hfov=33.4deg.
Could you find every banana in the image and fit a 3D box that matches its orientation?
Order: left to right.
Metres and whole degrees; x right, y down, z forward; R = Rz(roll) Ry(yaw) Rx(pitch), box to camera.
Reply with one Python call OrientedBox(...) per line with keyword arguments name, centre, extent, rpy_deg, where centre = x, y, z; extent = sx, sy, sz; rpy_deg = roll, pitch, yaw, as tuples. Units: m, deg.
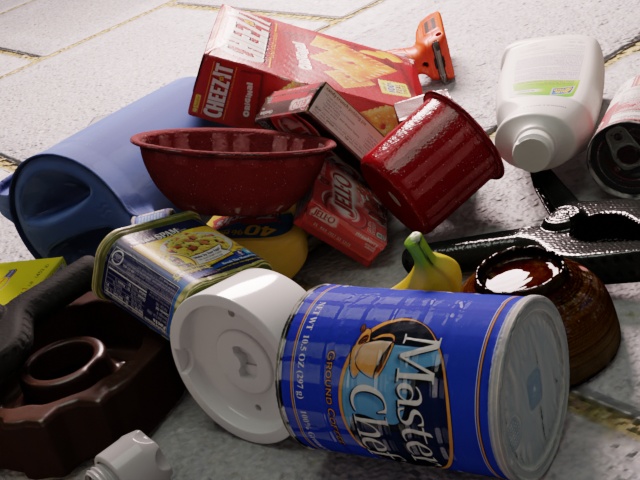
OrientedBox(name="banana", centre=(0.037, 0.043, 0.715), extent=(0.198, 0.069, 0.037), rpy_deg=(-36, 18, 53))

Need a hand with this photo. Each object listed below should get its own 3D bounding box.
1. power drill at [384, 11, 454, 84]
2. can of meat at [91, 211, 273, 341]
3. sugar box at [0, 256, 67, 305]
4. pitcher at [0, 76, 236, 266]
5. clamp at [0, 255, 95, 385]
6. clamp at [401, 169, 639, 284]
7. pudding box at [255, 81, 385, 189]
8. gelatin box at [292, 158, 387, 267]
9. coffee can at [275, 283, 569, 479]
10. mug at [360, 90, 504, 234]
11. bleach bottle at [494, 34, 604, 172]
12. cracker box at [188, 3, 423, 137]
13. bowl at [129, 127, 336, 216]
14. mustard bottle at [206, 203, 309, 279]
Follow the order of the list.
OrientedBox(name="power drill", centre=(0.055, -0.207, 1.229), extent=(0.188, 0.057, 0.184), rpy_deg=(-15, 30, 9))
OrientedBox(name="can of meat", centre=(-0.095, 0.027, 0.759), extent=(0.084, 0.057, 0.101), rpy_deg=(29, 29, 31))
OrientedBox(name="sugar box", centre=(-0.310, 0.060, 0.934), extent=(0.176, 0.048, 0.093), rpy_deg=(-3, 31, 22))
OrientedBox(name="pitcher", centre=(-0.179, -0.069, 1.016), extent=(0.145, 0.149, 0.242), rpy_deg=(-43, 3, 38))
OrientedBox(name="clamp", centre=(-0.246, 0.061, 0.773), extent=(0.120, 0.039, 0.171), rpy_deg=(-4, 28, 23))
OrientedBox(name="clamp", centre=(0.170, 0.000, 0.782), extent=(0.164, 0.036, 0.210), rpy_deg=(-30, 25, -22))
OrientedBox(name="pudding box", centre=(0.010, -0.087, 0.925), extent=(0.090, 0.113, 0.039), rpy_deg=(3, 59, 59))
OrientedBox(name="gelatin box", centre=(0.019, -0.026, 0.879), extent=(0.030, 0.073, 0.089), rpy_deg=(-53, 13, 26))
OrientedBox(name="coffee can", centre=(0.060, 0.079, 0.618), extent=(0.141, 0.103, 0.102), rpy_deg=(2, 32, 33))
OrientedBox(name="mug", centre=(0.088, -0.055, 0.869), extent=(0.081, 0.117, 0.093), rpy_deg=(-41, 71, -8))
OrientedBox(name="bleach bottle", centre=(0.192, -0.116, 0.932), extent=(0.103, 0.068, 0.250), rpy_deg=(-4, 23, 21))
OrientedBox(name="cracker box", centre=(-0.009, -0.153, 1.039), extent=(0.213, 0.072, 0.164), rpy_deg=(15, 27, -7))
OrientedBox(name="bowl", centre=(-0.069, -0.053, 0.840), extent=(0.162, 0.055, 0.162), rpy_deg=(2, 12, -1))
OrientedBox(name="mustard bottle", centre=(-0.056, 0.001, 0.887), extent=(0.096, 0.058, 0.191), rpy_deg=(-2, 30, 14))
